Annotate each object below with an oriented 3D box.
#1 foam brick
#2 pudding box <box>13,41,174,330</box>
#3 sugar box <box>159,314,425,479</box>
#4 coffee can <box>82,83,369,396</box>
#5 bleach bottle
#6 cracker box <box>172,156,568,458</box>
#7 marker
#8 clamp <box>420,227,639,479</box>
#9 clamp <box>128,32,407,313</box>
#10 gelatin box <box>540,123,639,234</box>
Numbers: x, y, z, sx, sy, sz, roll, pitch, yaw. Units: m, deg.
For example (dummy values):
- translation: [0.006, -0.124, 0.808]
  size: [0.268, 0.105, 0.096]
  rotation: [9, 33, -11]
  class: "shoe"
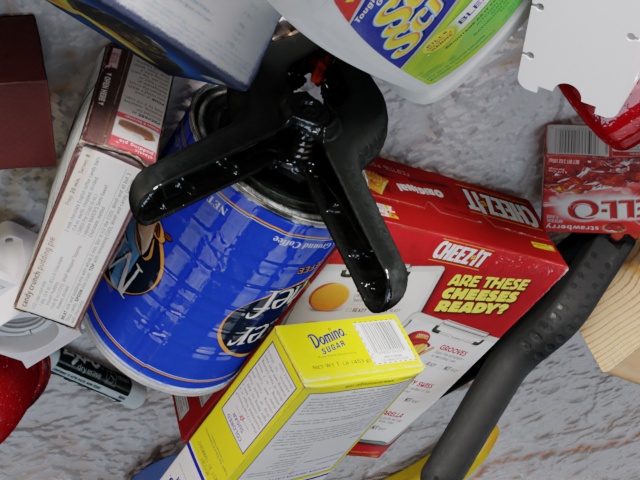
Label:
- translation: [-0.163, -0.065, 0.484]
  size: [0.078, 0.051, 0.053]
  rotation: [-6, 138, -16]
  class: "foam brick"
- translation: [-0.109, -0.027, 0.518]
  size: [0.039, 0.090, 0.114]
  rotation: [18, 128, -16]
  class: "pudding box"
- translation: [-0.024, 0.114, 0.628]
  size: [0.093, 0.048, 0.176]
  rotation: [-1, 142, -41]
  class: "sugar box"
- translation: [-0.054, 0.001, 0.566]
  size: [0.102, 0.103, 0.140]
  rotation: [12, 131, -33]
  class: "coffee can"
- translation: [0.015, -0.111, 0.405]
  size: [0.103, 0.068, 0.250]
  rotation: [-43, 166, 20]
  class: "bleach bottle"
- translation: [0.023, 0.050, 0.681]
  size: [0.163, 0.072, 0.214]
  rotation: [12, 130, -34]
  class: "cracker box"
- translation: [-0.158, 0.081, 0.681]
  size: [0.020, 0.020, 0.121]
  rotation: [-35, 138, 18]
  class: "marker"
- translation: [0.131, 0.070, 0.712]
  size: [0.036, 0.164, 0.210]
  rotation: [37, 112, -8]
  class: "clamp"
- translation: [-0.002, -0.039, 0.488]
  size: [0.120, 0.171, 0.039]
  rotation: [31, 134, -4]
  class: "clamp"
- translation: [0.182, -0.036, 0.654]
  size: [0.089, 0.030, 0.073]
  rotation: [3, 143, 12]
  class: "gelatin box"
